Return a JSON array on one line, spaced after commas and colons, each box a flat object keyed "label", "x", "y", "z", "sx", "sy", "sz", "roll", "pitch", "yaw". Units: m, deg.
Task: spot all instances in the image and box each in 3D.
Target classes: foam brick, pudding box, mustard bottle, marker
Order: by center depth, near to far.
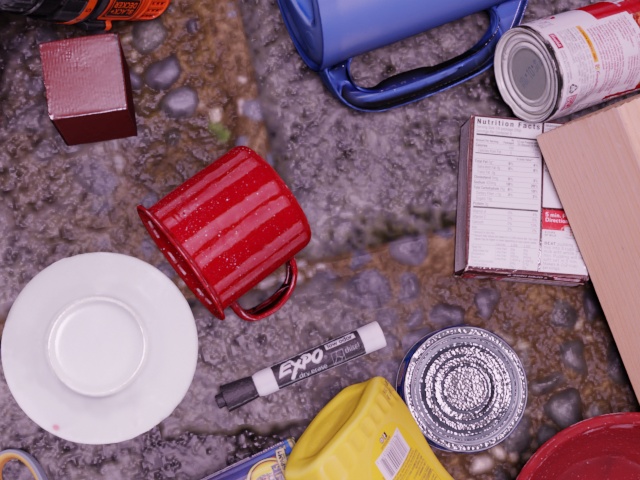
[{"label": "mustard bottle", "x": 0.061, "y": 0.186, "z": 0.674, "sx": 0.191, "sy": 0.058, "sz": 0.096, "roll": 54, "pitch": 40, "yaw": -11}, {"label": "foam brick", "x": -0.153, "y": -0.099, "z": 0.711, "sx": 0.051, "sy": 0.078, "sz": 0.053, "roll": -8, "pitch": 82, "yaw": -6}, {"label": "marker", "x": -0.014, "y": 0.086, "z": 0.721, "sx": 0.121, "sy": 0.020, "sz": 0.020, "roll": -22, "pitch": 83, "yaw": -6}, {"label": "pudding box", "x": 0.141, "y": -0.028, "z": 0.737, "sx": 0.090, "sy": 0.039, "sz": 0.113, "roll": 5, "pitch": 79, "yaw": -2}]

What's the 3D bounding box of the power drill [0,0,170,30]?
[{"label": "power drill", "x": -0.114, "y": -0.210, "z": 0.648, "sx": 0.057, "sy": 0.184, "sz": 0.188, "roll": 47, "pitch": 114, "yaw": 7}]

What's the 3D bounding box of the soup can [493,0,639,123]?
[{"label": "soup can", "x": 0.178, "y": -0.124, "z": 0.724, "sx": 0.102, "sy": 0.069, "sz": 0.068, "roll": -20, "pitch": 83, "yaw": -24}]

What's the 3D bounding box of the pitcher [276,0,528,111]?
[{"label": "pitcher", "x": 0.088, "y": -0.200, "z": 0.723, "sx": 0.242, "sy": 0.149, "sz": 0.145, "roll": -18, "pitch": 62, "yaw": -9}]

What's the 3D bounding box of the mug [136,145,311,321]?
[{"label": "mug", "x": -0.055, "y": 0.001, "z": 0.703, "sx": 0.081, "sy": 0.093, "sz": 0.117, "roll": -37, "pitch": 116, "yaw": -12}]

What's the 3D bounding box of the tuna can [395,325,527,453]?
[{"label": "tuna can", "x": 0.095, "y": 0.100, "z": 0.717, "sx": 0.086, "sy": 0.034, "sz": 0.086, "roll": 0, "pitch": 82, "yaw": -3}]
